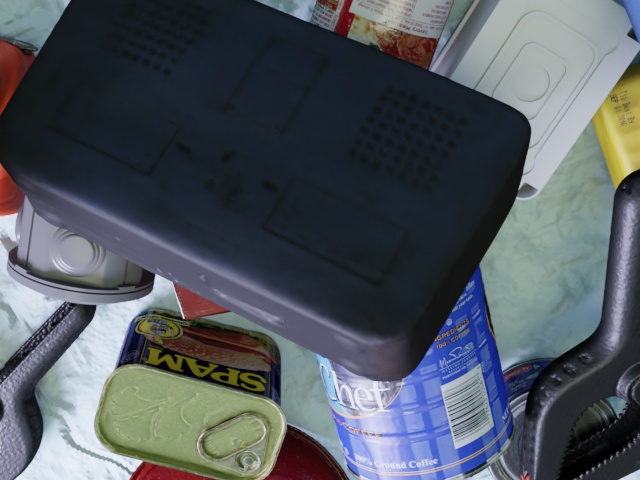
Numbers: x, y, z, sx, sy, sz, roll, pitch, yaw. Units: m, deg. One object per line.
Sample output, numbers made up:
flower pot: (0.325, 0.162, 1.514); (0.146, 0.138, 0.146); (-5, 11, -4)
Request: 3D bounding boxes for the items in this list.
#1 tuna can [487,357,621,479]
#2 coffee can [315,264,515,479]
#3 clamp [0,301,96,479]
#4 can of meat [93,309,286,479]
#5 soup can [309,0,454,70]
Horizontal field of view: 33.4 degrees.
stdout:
tuna can: (0.140, 0.118, 0.658); (0.086, 0.034, 0.086); (0, 111, -1)
coffee can: (0.045, 0.051, 0.594); (0.103, 0.103, 0.140); (-14, 111, 4)
clamp: (-0.212, 0.086, 0.635); (0.120, 0.039, 0.172); (19, 109, -7)
can of meat: (-0.071, 0.086, 0.614); (0.102, 0.084, 0.057); (15, 110, -7)
soup can: (0.039, -0.138, 0.540); (0.068, 0.068, 0.102); (17, 109, -8)
